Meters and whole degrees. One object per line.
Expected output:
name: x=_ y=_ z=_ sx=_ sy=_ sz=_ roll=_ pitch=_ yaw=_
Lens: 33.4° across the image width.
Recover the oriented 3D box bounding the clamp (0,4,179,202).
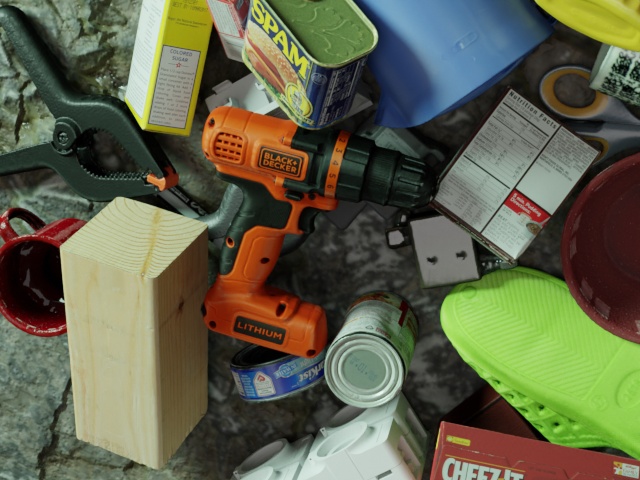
clamp: x=-0.216 y=-0.102 z=0.923 sx=0.210 sy=0.036 sz=0.165 roll=19 pitch=110 yaw=14

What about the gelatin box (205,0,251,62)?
gelatin box: x=-0.053 y=-0.190 z=0.828 sx=0.030 sy=0.089 sz=0.073 roll=21 pitch=71 yaw=16

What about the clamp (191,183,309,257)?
clamp: x=-0.056 y=0.001 z=0.905 sx=0.172 sy=0.039 sz=0.120 roll=-34 pitch=103 yaw=26

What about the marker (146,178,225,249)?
marker: x=-0.104 y=-0.016 z=0.941 sx=0.121 sy=0.020 sz=0.020 roll=40 pitch=110 yaw=-2

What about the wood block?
wood block: x=-0.153 y=0.081 z=0.909 sx=0.090 sy=0.090 sz=0.206 roll=17 pitch=126 yaw=17

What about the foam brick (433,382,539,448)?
foam brick: x=0.145 y=0.163 z=0.924 sx=0.078 sy=0.053 sz=0.051 roll=-41 pitch=94 yaw=21

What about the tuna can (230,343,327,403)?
tuna can: x=-0.035 y=0.108 z=0.929 sx=0.086 sy=0.086 sz=0.034 roll=-14 pitch=101 yaw=16

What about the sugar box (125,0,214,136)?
sugar box: x=-0.115 y=-0.182 z=0.854 sx=0.048 sy=0.093 sz=0.176 roll=8 pitch=110 yaw=-24

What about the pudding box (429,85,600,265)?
pudding box: x=0.149 y=-0.050 z=0.835 sx=0.090 sy=0.039 sz=0.113 roll=37 pitch=90 yaw=3

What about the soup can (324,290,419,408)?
soup can: x=0.044 y=0.090 z=0.897 sx=0.068 sy=0.102 sz=0.068 roll=3 pitch=107 yaw=11

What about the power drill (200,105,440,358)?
power drill: x=-0.013 y=-0.003 z=0.842 sx=0.184 sy=0.057 sz=0.188 roll=16 pitch=115 yaw=7

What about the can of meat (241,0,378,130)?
can of meat: x=-0.012 y=-0.141 z=0.771 sx=0.102 sy=0.057 sz=0.084 roll=53 pitch=155 yaw=18

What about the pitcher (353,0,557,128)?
pitcher: x=0.064 y=-0.218 z=0.794 sx=0.243 sy=0.149 sz=0.145 roll=56 pitch=141 yaw=-4

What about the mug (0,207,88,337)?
mug: x=-0.241 y=0.019 z=0.948 sx=0.093 sy=0.081 sz=0.117 roll=-39 pitch=95 yaw=19

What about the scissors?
scissors: x=0.258 y=-0.100 z=0.841 sx=0.202 sy=0.016 sz=0.096 roll=-7 pitch=105 yaw=14

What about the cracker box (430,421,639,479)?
cracker box: x=0.167 y=0.245 z=0.882 sx=0.164 sy=0.072 sz=0.214 roll=9 pitch=142 yaw=9
